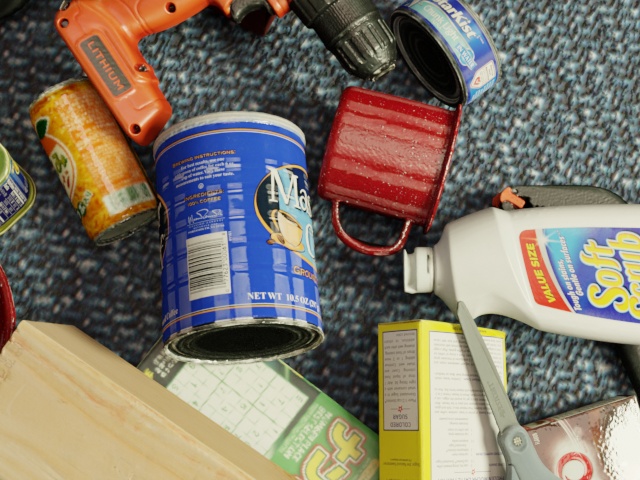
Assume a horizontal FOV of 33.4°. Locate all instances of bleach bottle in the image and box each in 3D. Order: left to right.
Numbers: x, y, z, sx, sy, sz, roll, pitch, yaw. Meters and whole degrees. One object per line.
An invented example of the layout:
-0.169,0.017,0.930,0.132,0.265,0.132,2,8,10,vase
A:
0.181,0.027,0.711,0.251,0.068,0.102,-1,92,3,bleach bottle

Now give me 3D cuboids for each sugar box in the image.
0.082,0.144,0.703,0.093,0.048,0.176,10,78,-42,sugar box

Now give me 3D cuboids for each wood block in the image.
-0.112,0.143,0.662,0.206,0.091,0.090,33,88,10,wood block

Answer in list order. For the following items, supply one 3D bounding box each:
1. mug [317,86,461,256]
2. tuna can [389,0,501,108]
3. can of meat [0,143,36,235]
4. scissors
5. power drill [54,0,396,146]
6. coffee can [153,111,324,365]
0.043,-0.047,0.734,0.081,0.093,0.117,15,84,2,mug
0.087,-0.136,0.755,0.033,0.086,0.086,-37,85,-9,tuna can
-0.244,-0.056,0.709,0.102,0.084,0.057,44,78,4,can of meat
0.114,0.147,0.684,0.096,0.016,0.202,-38,95,-17,scissors
-0.065,-0.146,0.712,0.187,0.057,0.184,-35,87,2,power drill
-0.055,0.001,0.696,0.102,0.103,0.140,-4,70,-6,coffee can
